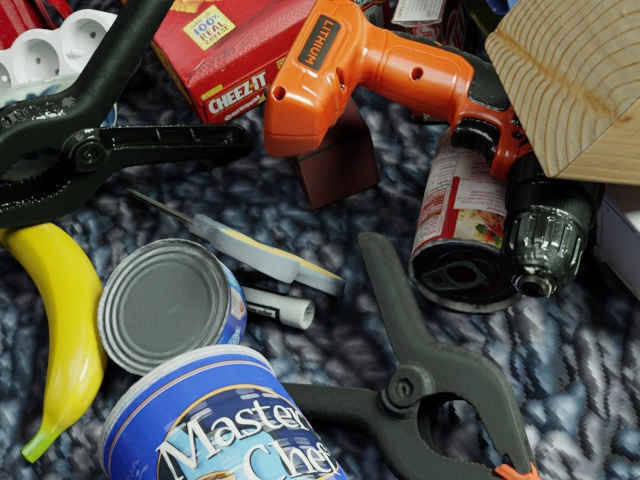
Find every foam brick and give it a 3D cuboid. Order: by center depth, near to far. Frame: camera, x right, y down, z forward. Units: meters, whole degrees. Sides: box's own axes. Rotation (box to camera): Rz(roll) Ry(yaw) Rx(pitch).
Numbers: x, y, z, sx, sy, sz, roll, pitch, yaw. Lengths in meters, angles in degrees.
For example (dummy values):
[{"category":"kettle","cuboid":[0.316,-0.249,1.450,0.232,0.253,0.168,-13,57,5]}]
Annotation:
[{"category":"foam brick","cuboid":[0.000,-0.071,0.716,0.051,0.053,0.078,-22,49,-4]}]

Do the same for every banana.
[{"category":"banana","cuboid":[-0.170,0.042,0.678,0.069,0.037,0.198,-19,49,-1]}]

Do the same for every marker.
[{"category":"marker","cuboid":[-0.061,0.033,0.669,0.121,0.020,0.020,13,56,24]}]

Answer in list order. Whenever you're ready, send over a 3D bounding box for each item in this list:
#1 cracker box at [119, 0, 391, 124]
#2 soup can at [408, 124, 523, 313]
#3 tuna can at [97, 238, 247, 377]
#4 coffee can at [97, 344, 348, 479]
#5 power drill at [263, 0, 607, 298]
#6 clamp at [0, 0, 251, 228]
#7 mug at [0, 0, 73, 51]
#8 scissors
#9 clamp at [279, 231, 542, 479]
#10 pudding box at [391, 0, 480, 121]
[{"category":"cracker box","cuboid":[-0.072,-0.209,0.803,0.164,0.072,0.214,-31,64,-6]},{"category":"soup can","cuboid":[0.094,-0.017,0.637,0.069,0.068,0.102,3,52,17]},{"category":"tuna can","cuboid":[-0.088,0.044,0.642,0.086,0.033,0.086,-7,67,17]},{"category":"coffee can","cuboid":[-0.035,0.135,0.524,0.102,0.103,0.140,-31,51,-11]},{"category":"power drill","cuboid":[0.067,-0.061,0.591,0.188,0.057,0.184,17,50,7]},{"category":"clamp","cuboid":[-0.147,-0.063,0.694,0.210,0.164,0.036,-35,53,0]},{"category":"mug","cuboid":[-0.252,-0.178,0.850,0.117,0.081,0.093,3,52,17]},{"category":"scissors","cuboid":[-0.054,0.001,0.685,0.202,0.096,0.016,25,91,61]},{"category":"clamp","cuboid":[0.040,0.088,0.579,0.120,0.039,0.172,-50,58,11]},{"category":"pudding box","cuboid":[0.083,-0.151,0.735,0.039,0.090,0.113,2,52,17]}]
